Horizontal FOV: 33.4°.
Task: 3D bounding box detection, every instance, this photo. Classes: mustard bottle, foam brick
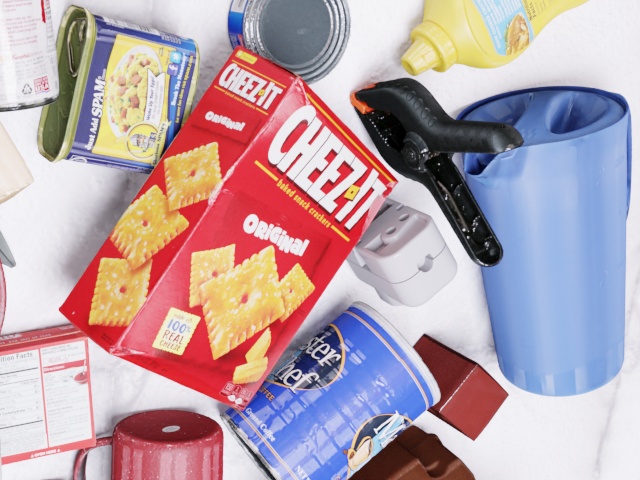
[{"bbox_3d":[0.138,-0.190,0.830,0.191,0.058,0.096,-40,121,-13],"label":"mustard bottle"},{"bbox_3d":[0.108,0.123,0.895,0.053,0.078,0.051,43,81,-31],"label":"foam brick"}]

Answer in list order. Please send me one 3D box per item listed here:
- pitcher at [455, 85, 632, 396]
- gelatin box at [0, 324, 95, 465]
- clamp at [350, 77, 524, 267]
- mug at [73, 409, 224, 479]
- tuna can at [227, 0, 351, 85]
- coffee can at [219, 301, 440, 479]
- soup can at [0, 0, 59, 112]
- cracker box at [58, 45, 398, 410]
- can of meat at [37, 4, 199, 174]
[{"bbox_3d":[0.198,-0.002,0.884,0.149,0.145,0.243,-8,115,6],"label":"pitcher"},{"bbox_3d":[-0.200,0.108,0.753,0.073,0.030,0.089,-9,109,-25],"label":"gelatin box"},{"bbox_3d":[0.083,-0.058,0.783,0.039,0.172,0.120,-18,127,-27],"label":"clamp"},{"bbox_3d":[-0.125,0.174,0.788,0.117,0.093,0.081,4,100,8],"label":"mug"},{"bbox_3d":[-0.023,-0.155,0.768,0.086,0.034,0.086,-8,108,-26],"label":"tuna can"},{"bbox_3d":[0.008,0.130,0.828,0.140,0.103,0.102,-39,119,-13],"label":"coffee can"},{"bbox_3d":[-0.200,-0.135,0.659,0.068,0.069,0.102,-11,110,-25],"label":"soup can"},{"bbox_3d":[-0.055,0.001,0.745,0.213,0.072,0.164,-55,144,-3],"label":"cracker box"},{"bbox_3d":[-0.133,-0.097,0.713,0.083,0.058,0.102,8,101,-32],"label":"can of meat"}]
